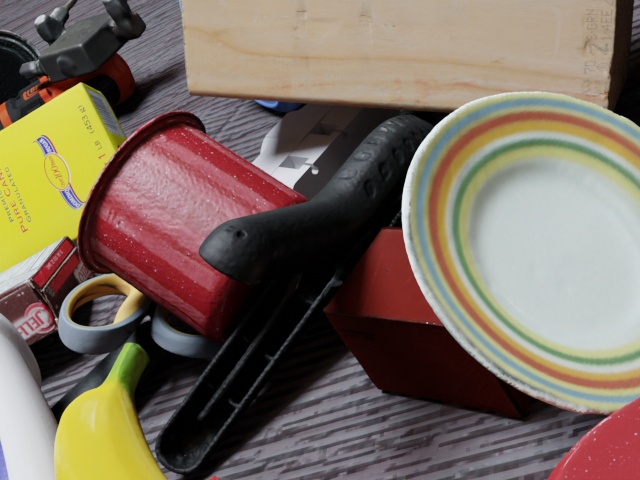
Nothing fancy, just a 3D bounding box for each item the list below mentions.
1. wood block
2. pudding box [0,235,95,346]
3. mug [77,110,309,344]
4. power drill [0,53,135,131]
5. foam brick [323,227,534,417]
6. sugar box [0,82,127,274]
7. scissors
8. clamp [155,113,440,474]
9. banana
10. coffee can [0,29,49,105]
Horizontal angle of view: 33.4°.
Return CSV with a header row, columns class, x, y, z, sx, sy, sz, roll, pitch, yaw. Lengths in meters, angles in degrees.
class,x,y,z,sx,sy,sz,roll,pitch,yaw
wood block,0.044,-0.118,0.522,0.206,0.090,0.090,7,25,20
pudding box,-0.199,0.049,0.647,0.113,0.039,0.090,-27,14,10
mug,-0.053,0.001,0.527,0.081,0.117,0.093,32,80,19
power drill,-0.226,-0.071,0.837,0.184,0.057,0.188,-32,31,3
foam brick,0.052,0.030,0.432,0.078,0.053,0.051,4,47,46
sugar box,-0.205,-0.021,0.714,0.176,0.093,0.048,-29,-10,9
scissors,-0.076,0.017,0.600,0.096,0.016,0.201,14,24,11
clamp,0.005,-0.002,0.471,0.036,0.165,0.209,37,59,12
banana,-0.035,0.104,0.362,0.069,0.037,0.198,-41,55,-19
coffee can,-0.326,-0.142,0.991,0.141,0.102,0.102,11,53,50
